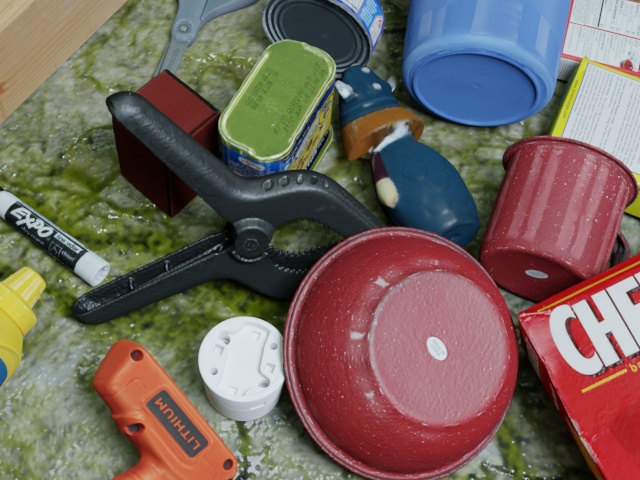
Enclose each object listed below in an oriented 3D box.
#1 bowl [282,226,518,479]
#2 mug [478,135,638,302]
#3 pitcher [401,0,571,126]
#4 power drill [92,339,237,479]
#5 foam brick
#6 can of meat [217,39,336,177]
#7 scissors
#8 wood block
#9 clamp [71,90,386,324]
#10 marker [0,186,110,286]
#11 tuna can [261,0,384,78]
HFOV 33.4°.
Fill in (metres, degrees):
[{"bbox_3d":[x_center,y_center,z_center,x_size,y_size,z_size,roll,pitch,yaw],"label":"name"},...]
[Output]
[{"bbox_3d":[0.061,0.067,0.645,0.162,0.055,0.162,3,79,-19],"label":"bowl"},{"bbox_3d":[0.163,-0.004,0.711,0.117,0.093,0.081,35,65,-27],"label":"mug"},{"bbox_3d":[0.120,-0.213,0.788,0.149,0.144,0.242,-4,60,31],"label":"pitcher"},{"bbox_3d":[-0.153,0.143,0.589,0.187,0.057,0.184,-44,106,-23],"label":"power drill"},{"bbox_3d":[-0.103,-0.065,0.724,0.051,0.078,0.053,38,64,16],"label":"foam brick"},{"bbox_3d":[-0.030,-0.075,0.730,0.057,0.084,0.102,25,64,9],"label":"can of meat"},{"bbox_3d":[-0.083,-0.162,0.810,0.096,0.016,0.201,2,63,-2],"label":"scissors"},{"bbox_3d":[-0.230,-0.165,0.760,0.090,0.091,0.206,32,65,12],"label":"wood block"},{"bbox_3d":[-0.054,0.001,0.686,0.209,0.165,0.036,13,31,-20],"label":"clamp"},{"bbox_3d":[-0.194,-0.010,0.722,0.121,0.020,0.020,34,65,13],"label":"marker"},{"bbox_3d":[0.003,-0.160,0.775,0.086,0.086,0.033,21,62,7],"label":"tuna can"}]
